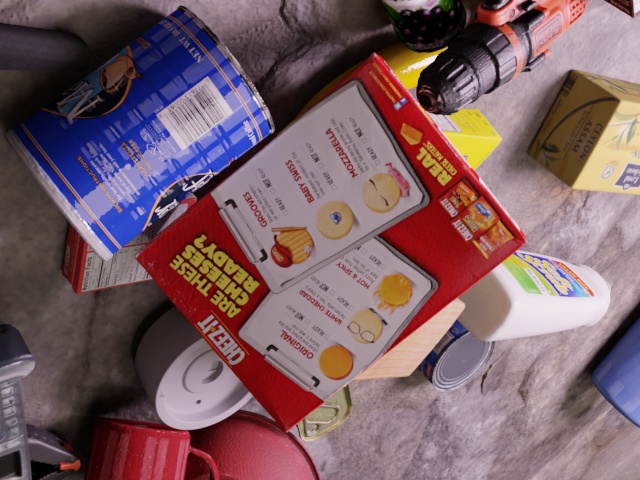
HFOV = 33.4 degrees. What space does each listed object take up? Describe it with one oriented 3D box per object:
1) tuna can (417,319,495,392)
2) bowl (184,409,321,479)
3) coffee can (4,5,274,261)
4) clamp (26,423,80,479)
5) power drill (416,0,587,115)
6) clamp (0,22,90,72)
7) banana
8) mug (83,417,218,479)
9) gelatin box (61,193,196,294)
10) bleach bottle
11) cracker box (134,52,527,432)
[{"bbox_3d":[0.143,0.118,1.137,0.086,0.034,0.086,-23,137,-24],"label":"tuna can"},{"bbox_3d":[-0.081,0.233,0.949,0.162,0.162,0.055,-62,180,21],"label":"bowl"},{"bbox_3d":[-0.116,-0.069,0.690,0.140,0.103,0.102,-38,141,-7],"label":"coffee can"},{"bbox_3d":[-0.272,0.175,0.827,0.171,0.039,0.120,-15,135,-31],"label":"clamp"},{"bbox_3d":[0.124,-0.199,0.752,0.184,0.057,0.187,-41,138,-32],"label":"power drill"},{"bbox_3d":[-0.212,-0.106,0.585,0.164,0.036,0.210,-37,162,-15],"label":"clamp"},{"bbox_3d":[0.043,-0.114,0.839,0.197,0.037,0.069,-28,138,-19],"label":"banana"},{"bbox_3d":[-0.142,0.195,0.889,0.093,0.117,0.081,113,-14,-83],"label":"mug"},{"bbox_3d":[-0.141,-0.004,0.785,0.089,0.030,0.073,-10,132,-35],"label":"gelatin box"},{"bbox_3d":[0.226,0.050,1.112,0.250,0.103,0.068,0,133,-49],"label":"bleach bottle"},{"bbox_3d":[0.007,0.000,0.742,0.214,0.164,0.072,-39,-176,9],"label":"cracker box"}]
